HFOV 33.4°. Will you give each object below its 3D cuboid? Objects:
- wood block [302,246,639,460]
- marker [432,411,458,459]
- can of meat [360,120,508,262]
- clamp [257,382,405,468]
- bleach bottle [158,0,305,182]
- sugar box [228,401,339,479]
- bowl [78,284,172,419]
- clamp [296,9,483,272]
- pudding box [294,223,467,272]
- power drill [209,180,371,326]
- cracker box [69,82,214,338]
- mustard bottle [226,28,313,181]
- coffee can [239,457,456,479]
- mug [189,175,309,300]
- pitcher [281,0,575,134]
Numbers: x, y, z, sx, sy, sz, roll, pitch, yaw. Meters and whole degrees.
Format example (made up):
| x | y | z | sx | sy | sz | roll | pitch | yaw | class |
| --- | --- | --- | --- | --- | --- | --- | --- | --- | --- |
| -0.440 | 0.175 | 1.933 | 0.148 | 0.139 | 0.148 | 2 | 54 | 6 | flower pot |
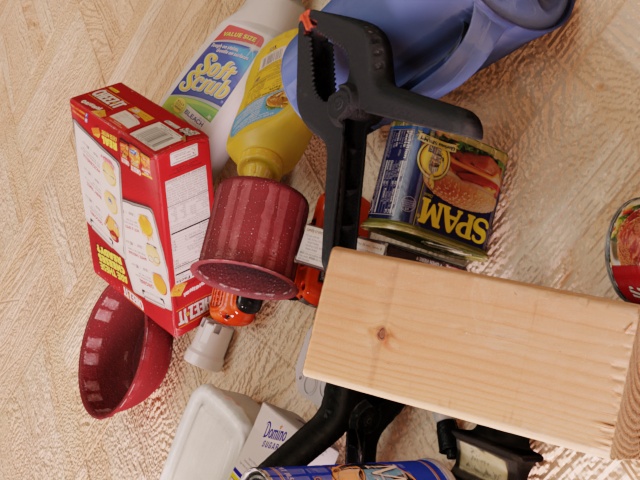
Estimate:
| x | y | z | sx | sy | sz | roll | pitch | yaw | class |
| --- | --- | --- | --- | --- | --- | --- | --- | --- | --- |
| 0.105 | 0.069 | 0.682 | 0.206 | 0.090 | 0.091 | 11 | 86 | 32 | wood block |
| 0.090 | 0.108 | 0.814 | 0.020 | 0.020 | 0.121 | -38 | 49 | 41 | marker |
| 0.088 | -0.037 | 0.802 | 0.058 | 0.101 | 0.084 | 6 | 80 | 56 | can of meat |
| 0.018 | 0.135 | 0.820 | 0.039 | 0.120 | 0.171 | 21 | 93 | 45 | clamp |
| -0.096 | -0.180 | 1.127 | 0.103 | 0.068 | 0.251 | 40 | 104 | 28 | bleach bottle |
| -0.051 | 0.232 | 0.883 | 0.176 | 0.048 | 0.093 | -63 | 25 | -2 | sugar box |
| -0.212 | 0.124 | 1.200 | 0.162 | 0.055 | 0.162 | -26 | 57 | 48 | bowl |
| 0.034 | -0.098 | 0.771 | 0.165 | 0.036 | 0.210 | -41 | 52 | 38 | clamp |
| 0.047 | 0.021 | 0.846 | 0.114 | 0.089 | 0.039 | 12 | 86 | 55 | pudding box |
| -0.031 | -0.007 | 0.999 | 0.188 | 0.057 | 0.184 | -1 | 77 | 56 | power drill |
| -0.175 | -0.033 | 1.090 | 0.164 | 0.072 | 0.214 | 32 | 135 | 40 | cracker box |
| -0.041 | -0.115 | 0.996 | 0.096 | 0.058 | 0.191 | -22 | 38 | 34 | mustard bottle |
| 0.019 | 0.208 | 0.749 | 0.103 | 0.140 | 0.103 | -178 | 90 | -66 | coffee can |
| -0.056 | 0.001 | 0.911 | 0.117 | 0.093 | 0.081 | 93 | -172 | -70 | mug |
| 0.071 | -0.165 | 0.851 | 0.243 | 0.148 | 0.145 | -31 | 81 | 50 | pitcher |
